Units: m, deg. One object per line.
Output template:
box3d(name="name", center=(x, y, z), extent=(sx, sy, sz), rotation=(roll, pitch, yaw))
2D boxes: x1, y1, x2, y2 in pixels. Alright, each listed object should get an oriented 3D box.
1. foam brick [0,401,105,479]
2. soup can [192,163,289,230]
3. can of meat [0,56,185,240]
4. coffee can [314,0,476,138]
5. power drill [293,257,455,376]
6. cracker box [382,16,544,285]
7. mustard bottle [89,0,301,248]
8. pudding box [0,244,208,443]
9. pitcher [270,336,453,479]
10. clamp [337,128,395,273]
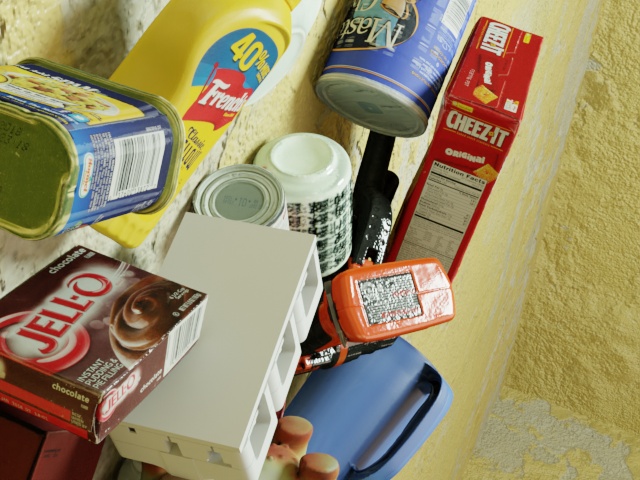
box3d(name="foam brick", center=(-0.165, 0.121, 0.604), extent=(0.078, 0.051, 0.053), rotation=(29, 80, -73))
box3d(name="soup can", center=(-0.055, 0.001, 0.790), extent=(0.102, 0.068, 0.068), rotation=(85, 29, -52))
box3d(name="can of meat", center=(-0.125, -0.042, 0.467), extent=(0.083, 0.102, 0.057), rotation=(-25, 132, -64))
box3d(name="coffee can", center=(0.068, -0.174, 0.924), extent=(0.102, 0.103, 0.140), rotation=(56, 55, -69))
box3d(name="power drill", center=(0.027, 0.069, 0.882), extent=(0.184, 0.057, 0.188), rotation=(-11, 166, -33))
box3d(name="cracker box", center=(0.126, -0.073, 0.976), extent=(0.164, 0.072, 0.214), rotation=(-64, 173, -51))
box3d(name="mustard bottle", center=(-0.070, -0.088, 0.579), extent=(0.191, 0.058, 0.096), rotation=(-53, 162, -3))
box3d(name="pudding box", center=(-0.127, 0.052, 0.581), extent=(0.113, 0.090, 0.039), rotation=(-44, 150, -57))
box3d(name="pitcher", center=(0.018, 0.208, 1.076), extent=(0.242, 0.145, 0.149), rotation=(-50, 165, -23))
box3d(name="clamp", center=(0.030, -0.019, 0.961), extent=(0.120, 0.039, 0.171), rotation=(122, -17, -44))
